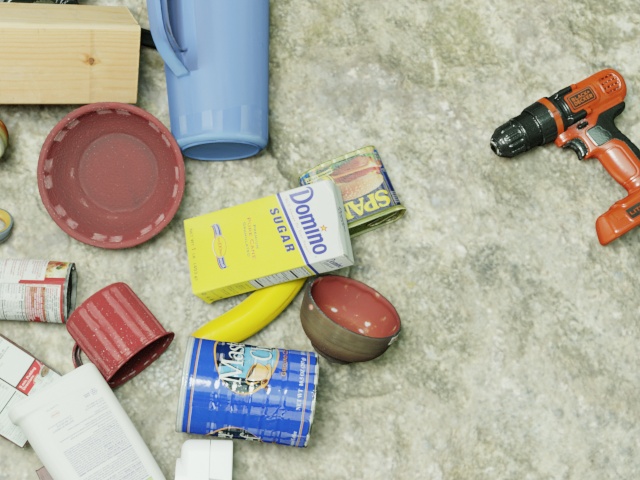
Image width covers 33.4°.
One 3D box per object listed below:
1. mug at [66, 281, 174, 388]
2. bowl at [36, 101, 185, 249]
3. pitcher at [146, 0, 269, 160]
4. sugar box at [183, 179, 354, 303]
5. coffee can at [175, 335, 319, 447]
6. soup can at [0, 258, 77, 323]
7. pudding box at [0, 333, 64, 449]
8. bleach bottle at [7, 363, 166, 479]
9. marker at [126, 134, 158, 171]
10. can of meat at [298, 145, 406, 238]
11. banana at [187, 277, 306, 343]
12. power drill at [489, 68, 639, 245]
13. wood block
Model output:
[{"bbox_3d":[-0.225,0.107,1.151,0.081,0.093,0.117,49,114,11],"label":"mug"},{"bbox_3d":[-0.228,-0.073,1.186,0.162,0.055,0.162,0,97,-1],"label":"bowl"},{"bbox_3d":[-0.124,-0.220,1.198,0.149,0.145,0.243,-1,81,-12],"label":"pitcher"},{"bbox_3d":[-0.058,0.001,1.167,0.176,0.048,0.093,-17,68,15],"label":"sugar box"},{"bbox_3d":[-0.078,0.161,1.136,0.140,0.103,0.103,8,77,-4],"label":"coffee can"},{"bbox_3d":[-0.320,0.054,1.156,0.102,0.068,0.068,3,77,-4],"label":"soup can"},{"bbox_3d":[-0.337,0.154,1.128,0.113,0.039,0.090,38,77,-20],"label":"pudding box"},{"bbox_3d":[-0.208,0.254,1.073,0.102,0.068,0.251,-30,84,-20],"label":"bleach bottle"},{"bbox_3d":[-0.226,-0.129,1.231,0.020,0.020,0.121,-36,83,-12],"label":"marker"},{"bbox_3d":[0.034,-0.051,1.218,0.102,0.057,0.084,-21,78,-9],"label":"can of meat"},{"bbox_3d":[-0.066,0.058,1.197,0.070,0.037,0.197,28,72,29],"label":"banana"},{"bbox_3d":[0.314,-0.092,1.250,0.184,0.057,0.188,-29,81,-11],"label":"power drill"},{"bbox_3d":[-0.307,-0.202,1.154,0.205,0.090,0.091,-2,117,-20],"label":"wood block"}]
